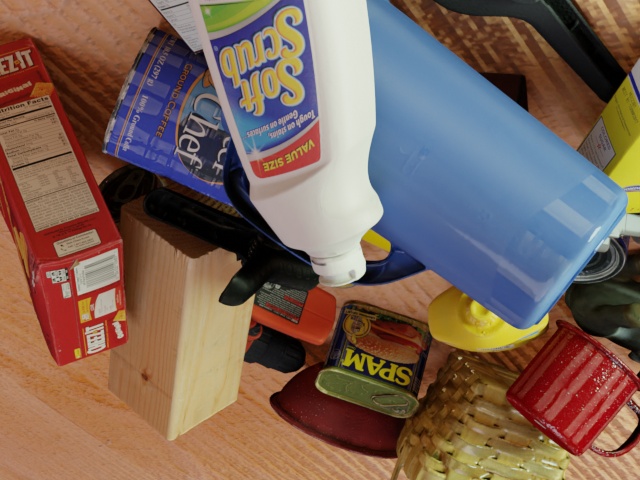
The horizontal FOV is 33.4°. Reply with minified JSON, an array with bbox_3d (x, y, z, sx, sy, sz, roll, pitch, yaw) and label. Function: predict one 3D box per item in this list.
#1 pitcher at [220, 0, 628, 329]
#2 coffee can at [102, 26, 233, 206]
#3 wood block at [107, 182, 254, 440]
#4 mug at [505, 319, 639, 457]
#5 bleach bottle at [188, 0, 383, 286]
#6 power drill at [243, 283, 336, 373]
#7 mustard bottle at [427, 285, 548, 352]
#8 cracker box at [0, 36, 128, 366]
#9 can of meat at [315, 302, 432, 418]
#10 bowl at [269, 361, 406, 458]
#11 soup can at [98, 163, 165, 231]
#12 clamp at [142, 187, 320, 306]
[{"bbox_3d":[0.060,-0.047,0.678,0.243,0.144,0.149,38,149,11],"label":"pitcher"},{"bbox_3d":[-0.079,-0.085,0.803,0.140,0.102,0.103,23,148,-7],"label":"coffee can"},{"bbox_3d":[-0.120,0.060,0.933,0.091,0.090,0.206,34,131,27],"label":"wood block"},{"bbox_3d":[0.221,0.135,0.905,0.117,0.081,0.093,41,176,2],"label":"mug"},{"bbox_3d":[-0.010,-0.091,0.584,0.103,0.068,0.251,-1,117,31],"label":"bleach bottle"},{"bbox_3d":[-0.062,0.082,1.069,0.184,0.057,0.188,25,156,-23],"label":"power drill"},{"bbox_3d":[0.138,0.061,0.877,0.096,0.058,0.191,-6,172,12],"label":"mustard bottle"},{"bbox_3d":[-0.225,-0.029,0.869,0.072,0.214,0.164,-20,152,-19],"label":"cracker box"},{"bbox_3d":[0.056,0.117,1.057,0.102,0.084,0.057,18,148,0],"label":"can of meat"},{"bbox_3d":[0.030,0.172,1.140,0.162,0.055,0.162,20,-172,-3],"label":"bowl"},{"bbox_3d":[-0.156,-0.014,0.984,0.069,0.068,0.102,-3,143,30],"label":"soup can"},{"bbox_3d":[-0.055,0.001,0.821,0.120,0.171,0.039,49,113,21],"label":"clamp"}]
